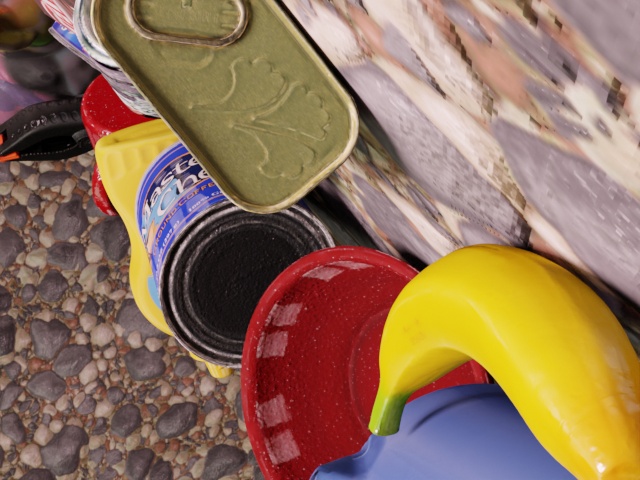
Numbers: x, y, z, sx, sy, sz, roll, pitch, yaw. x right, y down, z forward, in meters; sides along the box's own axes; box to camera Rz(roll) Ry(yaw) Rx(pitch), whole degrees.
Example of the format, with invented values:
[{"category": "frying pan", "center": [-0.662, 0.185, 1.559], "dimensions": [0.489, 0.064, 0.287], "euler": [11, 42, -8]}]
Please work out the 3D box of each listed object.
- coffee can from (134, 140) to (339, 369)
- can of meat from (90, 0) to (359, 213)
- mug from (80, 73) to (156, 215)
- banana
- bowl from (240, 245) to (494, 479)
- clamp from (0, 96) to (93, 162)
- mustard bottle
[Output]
[{"category": "coffee can", "center": [-0.054, 0.001, 0.642], "dimensions": [0.102, 0.103, 0.140], "euler": [51, -179, -24]}, {"category": "can of meat", "center": [-0.039, -0.064, 0.409], "dimensions": [0.102, 0.057, 0.084], "euler": [50, 177, -12]}, {"category": "mug", "center": [-0.135, -0.072, 0.794], "dimensions": [0.093, 0.117, 0.081], "euler": [18, 147, 20]}, {"category": "banana", "center": [0.055, 0.035, 0.339], "dimensions": [0.198, 0.037, 0.069], "euler": [154, 115, -77]}, {"category": "bowl", "center": [0.034, 0.081, 0.554], "dimensions": [0.055, 0.162, 0.162], "euler": [-7, -134, -50]}, {"category": "clamp", "center": [-0.185, -0.096, 0.894], "dimensions": [0.120, 0.171, 0.039], "euler": [49, -150, -64]}, {"category": "mustard bottle", "center": [-0.088, 0.010, 0.747], "dimensions": [0.058, 0.096, 0.191], "euler": [-142, 37, -63]}]
